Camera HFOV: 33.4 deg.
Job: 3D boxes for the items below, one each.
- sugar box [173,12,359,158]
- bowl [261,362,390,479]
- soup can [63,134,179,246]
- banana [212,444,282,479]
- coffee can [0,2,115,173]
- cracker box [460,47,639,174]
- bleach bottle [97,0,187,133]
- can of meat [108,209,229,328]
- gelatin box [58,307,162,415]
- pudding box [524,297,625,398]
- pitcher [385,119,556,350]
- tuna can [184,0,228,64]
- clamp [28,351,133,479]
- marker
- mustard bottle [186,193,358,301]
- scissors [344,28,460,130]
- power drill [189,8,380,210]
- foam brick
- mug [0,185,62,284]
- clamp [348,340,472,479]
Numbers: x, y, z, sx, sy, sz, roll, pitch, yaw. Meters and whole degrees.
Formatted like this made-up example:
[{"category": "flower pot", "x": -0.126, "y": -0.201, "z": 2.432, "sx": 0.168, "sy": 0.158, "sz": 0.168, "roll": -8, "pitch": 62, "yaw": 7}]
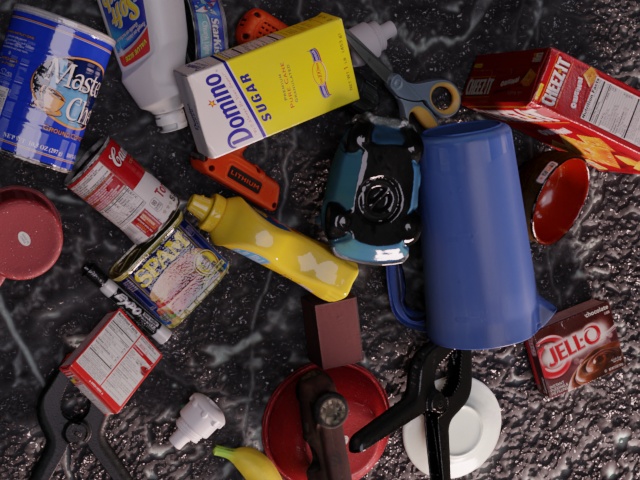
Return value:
[{"category": "sugar box", "x": -0.052, "y": -0.158, "z": 1.083, "sx": 0.176, "sy": 0.048, "sz": 0.093, "roll": -26, "pitch": 118, "yaw": -20}, {"category": "bowl", "x": 0.016, "y": 0.221, "z": 1.227, "sx": 0.162, "sy": 0.055, "sz": 0.162, "roll": -3, "pitch": 99, "yaw": -18}, {"category": "soup can", "x": -0.205, "y": -0.050, "z": 1.106, "sx": 0.102, "sy": 0.069, "sz": 0.068, "roll": 43, "pitch": 83, "yaw": -20}, {"category": "banana", "x": -0.068, "y": 0.316, "z": 1.225, "sx": 0.069, "sy": 0.037, "sz": 0.198, "roll": -12, "pitch": 101, "yaw": 3}, {"category": "coffee can", "x": -0.273, "y": -0.148, "z": 1.050, "sx": 0.102, "sy": 0.103, "sz": 0.140, "roll": 19, "pitch": 92, "yaw": -20}, {"category": "cracker box", "x": 0.290, "y": -0.142, "z": 1.209, "sx": 0.213, "sy": 0.164, "sz": 0.072, "roll": 21, "pitch": 89, "yaw": -20}, {"category": "bleach bottle", "x": -0.175, "y": -0.234, "z": 1.074, "sx": 0.067, "sy": 0.103, "sz": 0.251, "roll": -30, "pitch": 111, "yaw": -49}, {"category": "can of meat", "x": -0.159, "y": 0.030, "z": 1.140, "sx": 0.102, "sy": 0.057, "sz": 0.084, "roll": -46, "pitch": 111, "yaw": -8}, {"category": "gelatin box", "x": -0.220, "y": 0.128, "z": 1.129, "sx": 0.073, "sy": 0.030, "sz": 0.089, "roll": 50, "pitch": 51, "yaw": -19}, {"category": "pudding box", "x": 0.313, "y": 0.132, "z": 1.322, "sx": 0.113, "sy": 0.039, "sz": 0.090, "roll": -21, "pitch": 104, "yaw": -15}, {"category": "pitcher", "x": 0.162, "y": -0.007, "z": 1.202, "sx": 0.149, "sy": 0.145, "sz": 0.243, "roll": -15, "pitch": 105, "yaw": -25}, {"category": "tuna can", "x": -0.122, "y": -0.217, "z": 1.100, "sx": 0.033, "sy": 0.086, "sz": 0.086, "roll": -10, "pitch": 101, "yaw": -16}, {"category": "clamp", "x": -0.270, "y": 0.209, "z": 1.137, "sx": 0.120, "sy": 0.039, "sz": 0.171, "roll": -13, "pitch": 96, "yaw": -23}, {"category": "marker", "x": -0.209, "y": 0.067, "z": 1.147, "sx": 0.121, "sy": 0.020, "sz": 0.020, "roll": 44, "pitch": 83, "yaw": -19}, {"category": "mustard bottle", "x": -0.057, "y": 0.001, "z": 1.148, "sx": 0.191, "sy": 0.096, "sz": 0.058, "roll": 27, "pitch": 89, "yaw": -20}, {"category": "scissors", "x": 0.097, "y": -0.183, "z": 1.190, "sx": 0.096, "sy": 0.016, "sz": 0.201, "roll": -45, "pitch": 126, "yaw": -18}, {"category": "power drill", "x": -0.042, "y": -0.130, "z": 1.157, "sx": 0.184, "sy": 0.057, "sz": 0.187, "roll": 29, "pitch": 86, "yaw": -24}, {"category": "foam brick", "x": 0.014, "y": 0.100, "z": 1.210, "sx": 0.051, "sy": 0.053, "sz": 0.078, "roll": -10, "pitch": 101, "yaw": -17}, {"category": "mug", "x": -0.309, "y": 0.004, "z": 1.071, "sx": 0.093, "sy": 0.082, "sz": 0.117, "roll": 33, "pitch": 87, "yaw": -20}, {"category": "clamp", "x": 0.132, "y": 0.199, "z": 1.244, "sx": 0.164, "sy": 0.036, "sz": 0.209, "roll": 46, "pitch": 62, "yaw": -27}]
